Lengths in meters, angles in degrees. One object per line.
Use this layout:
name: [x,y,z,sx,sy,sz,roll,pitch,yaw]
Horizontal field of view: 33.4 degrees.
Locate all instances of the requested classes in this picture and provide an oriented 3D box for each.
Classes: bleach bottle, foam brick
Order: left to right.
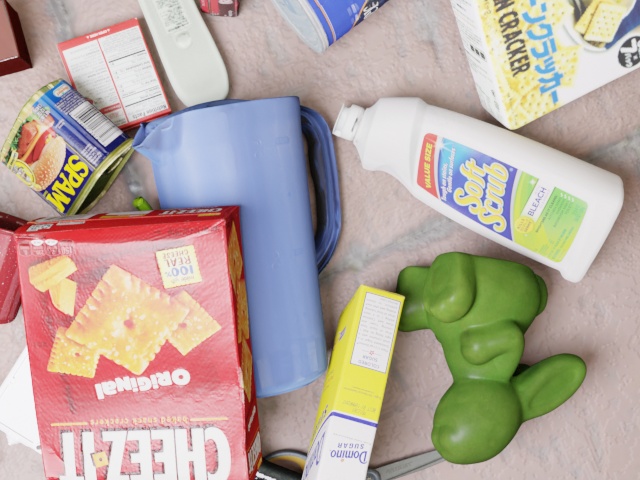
foam brick: [-0.276,-0.166,0.890,0.051,0.078,0.053,-15,93,-7]
bleach bottle: [0.129,-0.055,0.935,0.251,0.068,0.103,21,121,0]

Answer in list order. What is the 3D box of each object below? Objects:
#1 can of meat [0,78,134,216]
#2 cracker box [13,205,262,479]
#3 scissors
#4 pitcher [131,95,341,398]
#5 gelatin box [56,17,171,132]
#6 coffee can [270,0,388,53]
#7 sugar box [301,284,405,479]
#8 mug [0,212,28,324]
can of meat: [-0.212,-0.074,0.890,0.084,0.102,0.057,42,45,-3]
cracker box: [-0.137,0.086,0.818,0.164,0.072,0.214,-3,100,7]
scissors: [0.026,0.202,0.959,0.201,0.016,0.096,-33,93,-4]
pitcher: [-0.056,0.001,0.899,0.149,0.145,0.243,-9,96,7]
gelatin box: [-0.177,-0.139,0.925,0.073,0.030,0.089,-21,94,-6]
coffee can: [0.025,-0.242,0.905,0.140,0.103,0.103,-38,95,-4]
sugar box: [0.024,0.135,0.889,0.048,0.093,0.176,18,66,-3]
mug: [-0.294,0.016,0.889,0.117,0.093,0.081,19,94,-3]
